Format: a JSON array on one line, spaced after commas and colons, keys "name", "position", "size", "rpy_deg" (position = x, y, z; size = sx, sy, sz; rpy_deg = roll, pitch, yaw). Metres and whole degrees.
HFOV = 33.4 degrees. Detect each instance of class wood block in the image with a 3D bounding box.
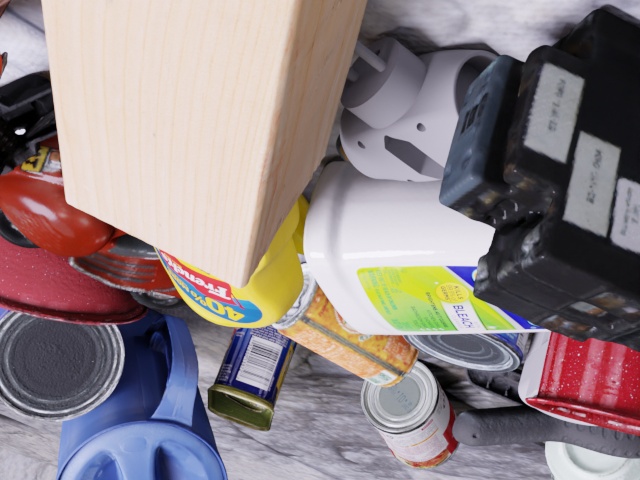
[{"name": "wood block", "position": [-0.039, -0.080, 0.390], "size": [0.091, 0.090, 0.206], "rpy_deg": [27, 150, 6]}]

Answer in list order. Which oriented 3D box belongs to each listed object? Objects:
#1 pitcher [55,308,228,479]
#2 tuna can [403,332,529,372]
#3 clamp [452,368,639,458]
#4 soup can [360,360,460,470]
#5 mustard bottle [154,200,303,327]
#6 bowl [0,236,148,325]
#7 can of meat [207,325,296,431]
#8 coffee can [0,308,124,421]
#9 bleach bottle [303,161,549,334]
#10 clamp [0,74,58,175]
[{"name": "pitcher", "position": [-0.155, 0.143, 0.914], "size": [0.145, 0.149, 0.243], "rpy_deg": [65, 178, -26]}, {"name": "tuna can", "position": [0.098, 0.058, 0.723], "size": [0.086, 0.033, 0.086], "rpy_deg": [17, 158, 7]}, {"name": "clamp", "position": [0.177, 0.120, 0.767], "size": [0.171, 0.039, 0.120], "rpy_deg": [7, -157, 1]}, {"name": "soup can", "position": [0.078, 0.148, 0.910], "size": [0.069, 0.068, 0.102], "rpy_deg": [10, 156, 24]}, {"name": "mustard bottle", "position": [-0.054, 0.001, 0.580], "size": [0.096, 0.058, 0.191], "rpy_deg": [32, 161, 14]}, {"name": "bowl", "position": [-0.198, 0.007, 0.778], "size": [0.162, 0.055, 0.162], "rpy_deg": [16, -170, -3]}, {"name": "can of meat", "position": [-0.054, 0.106, 0.901], "size": [0.057, 0.084, 0.102], "rpy_deg": [19, 159, 2]}, {"name": "coffee can", "position": [-0.217, 0.071, 0.862], "size": [0.102, 0.103, 0.140], "rpy_deg": [29, -175, -22]}, {"name": "bleach bottle", "position": [0.125, 0.004, 0.513], "size": [0.251, 0.068, 0.102], "rpy_deg": [-2, 146, 25]}, {"name": "clamp", "position": [-0.180, -0.051, 0.581], "size": [0.210, 0.164, 0.036], "rpy_deg": [6, 134, 53]}]
